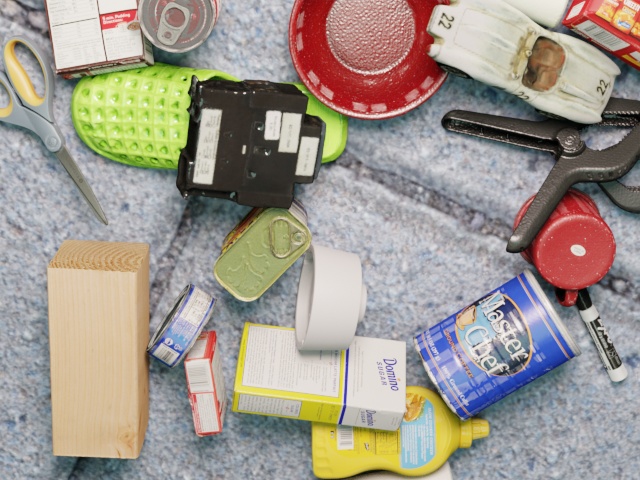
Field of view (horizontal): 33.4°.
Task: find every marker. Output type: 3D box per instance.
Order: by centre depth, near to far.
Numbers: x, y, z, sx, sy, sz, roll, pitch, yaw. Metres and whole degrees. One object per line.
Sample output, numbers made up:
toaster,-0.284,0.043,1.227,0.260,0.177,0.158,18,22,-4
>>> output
marker,0.297,0.097,1.142,0.020,0.020,0.121,-27,106,8

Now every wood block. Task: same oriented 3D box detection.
wood block,-0.227,0.111,1.105,0.091,0.090,0.206,2,109,-1

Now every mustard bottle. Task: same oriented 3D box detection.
mustard bottle,0.086,0.205,1.151,0.191,0.058,0.096,-1,82,-1

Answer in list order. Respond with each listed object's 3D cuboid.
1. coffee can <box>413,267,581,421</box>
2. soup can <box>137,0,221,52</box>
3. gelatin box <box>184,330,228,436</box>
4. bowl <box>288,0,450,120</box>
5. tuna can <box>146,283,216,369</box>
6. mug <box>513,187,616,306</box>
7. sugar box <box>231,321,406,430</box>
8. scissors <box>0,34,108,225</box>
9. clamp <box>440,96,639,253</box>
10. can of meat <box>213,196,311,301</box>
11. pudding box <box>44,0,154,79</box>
coffee can,0.181,0.108,1.100,0.140,0.103,0.103,-32,106,9
soup can,-0.129,-0.216,0.992,0.068,0.102,0.068,0,108,-1
gelatin box,-0.121,0.150,1.127,0.030,0.073,0.089,-6,109,2
bowl,0.050,-0.200,1.023,0.162,0.055,0.162,0,108,-1
tuna can,-0.144,0.088,1.100,0.033,0.086,0.086,33,105,-9
mug,0.248,0.011,1.080,0.093,0.081,0.117,-1,108,0
sugar box,0.000,0.142,1.114,0.176,0.093,0.048,10,138,-4
scissors,-0.282,-0.100,1.056,0.096,0.016,0.202,-13,101,17
clamp,0.240,-0.079,1.040,0.210,0.036,0.164,-14,65,-3
can of meat,-0.057,0.001,1.073,0.057,0.084,0.102,42,103,-13
pudding box,-0.212,-0.216,1.009,0.090,0.039,0.113,-9,86,3
